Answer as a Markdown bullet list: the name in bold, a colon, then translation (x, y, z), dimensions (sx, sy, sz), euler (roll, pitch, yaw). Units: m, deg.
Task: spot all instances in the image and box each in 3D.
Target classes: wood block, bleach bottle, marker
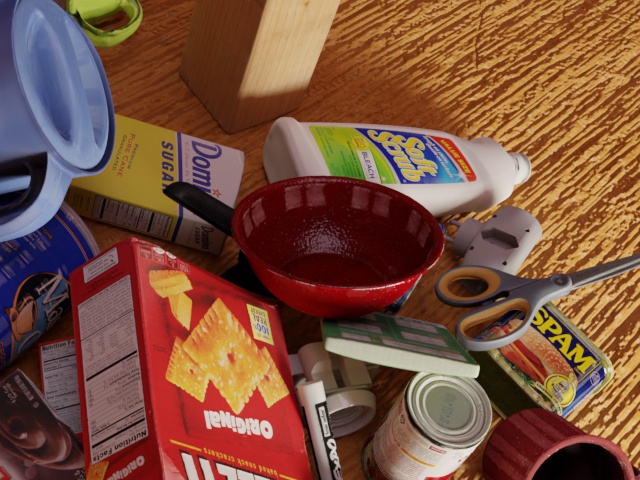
- **wood block**: translation (-0.050, -0.203, 0.945), dimensions (0.090, 0.206, 0.091), euler (-26, 67, -32)
- **bleach bottle**: translation (0.080, -0.066, 0.982), dimensions (0.250, 0.068, 0.102), euler (-6, 57, -25)
- **marker**: translation (0.005, 0.163, 0.777), dimensions (0.020, 0.020, 0.121), euler (-12, 88, -26)

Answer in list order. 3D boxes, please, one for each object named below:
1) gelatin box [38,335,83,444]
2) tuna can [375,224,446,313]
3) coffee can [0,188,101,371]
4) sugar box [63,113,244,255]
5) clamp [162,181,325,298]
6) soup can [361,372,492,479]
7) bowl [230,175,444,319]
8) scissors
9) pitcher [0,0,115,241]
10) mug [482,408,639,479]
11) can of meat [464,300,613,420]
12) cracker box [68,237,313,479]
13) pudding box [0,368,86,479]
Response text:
- **gelatin box**: translation (-0.162, 0.109, 0.773), dimensions (0.073, 0.030, 0.089), euler (-13, 57, -3)
- **tuna can**: translation (0.071, 0.018, 0.899), dimensions (0.034, 0.086, 0.086), euler (31, 51, 3)
- **coffee can**: translation (-0.240, 0.037, 0.766), dimensions (0.103, 0.103, 0.140), euler (36, 52, 9)
- **sugar box**: translation (-0.157, -0.056, 0.902), dimensions (0.176, 0.048, 0.093), euler (14, 51, -7)
- **clamp**: translation (-0.056, 0.001, 0.865), dimensions (0.171, 0.120, 0.039), euler (-15, 22, -32)
- **soup can**: translation (0.078, 0.146, 0.794), dimensions (0.068, 0.102, 0.068), euler (10, 52, -13)
- **bowl**: translation (0.011, 0.012, 0.816), dimensions (0.162, 0.055, 0.162), euler (4, 32, -3)
- **scissors**: translation (0.182, 0.030, 0.902), dimensions (0.201, 0.016, 0.096), euler (-28, 49, -27)
- **pitcher**: translation (-0.278, -0.072, 0.749), dimensions (0.243, 0.145, 0.149), euler (-15, 19, 15)
- **mug**: translation (0.184, 0.175, 0.802), dimensions (0.117, 0.093, 0.082), euler (-1, 11, -16)
- **can of meat**: translation (0.177, 0.105, 0.889), dimensions (0.083, 0.057, 0.102), euler (-32, 70, -32)
- **cracker box**: translation (-0.082, 0.120, 0.728), dimensions (0.164, 0.072, 0.214), euler (31, 36, -47)
- **pudding box**: translation (-0.201, 0.158, 0.710), dimensions (0.090, 0.039, 0.113), euler (-39, 70, -10)
